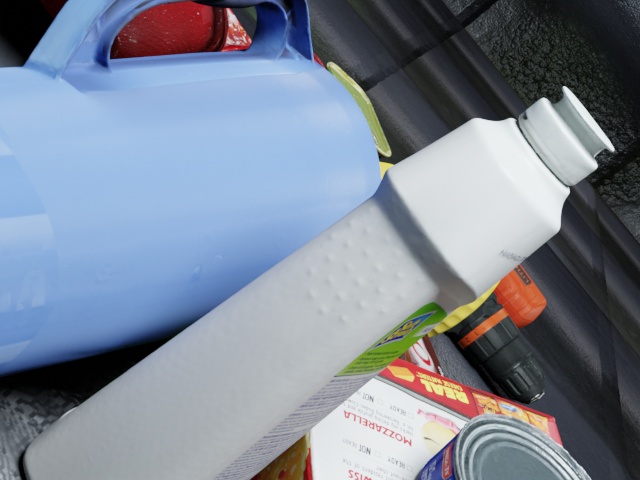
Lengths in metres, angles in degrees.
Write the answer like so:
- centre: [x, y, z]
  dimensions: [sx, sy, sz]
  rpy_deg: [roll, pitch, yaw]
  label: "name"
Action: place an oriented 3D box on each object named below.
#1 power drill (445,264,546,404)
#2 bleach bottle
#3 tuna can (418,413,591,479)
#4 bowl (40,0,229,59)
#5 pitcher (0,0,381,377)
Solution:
- centre: [0.163, 0.061, 1.019]
  dimensions: [0.184, 0.057, 0.187]
  rpy_deg: [54, 19, 9]
  label: "power drill"
- centre: [0.002, 0.032, 0.412]
  dimensions: [0.068, 0.251, 0.102]
  rpy_deg: [55, 20, 11]
  label: "bleach bottle"
- centre: [0.083, 0.119, 0.457]
  dimensions: [0.086, 0.034, 0.086]
  rpy_deg: [26, 34, -20]
  label: "tuna can"
- centre: [-0.127, -0.158, 0.615]
  dimensions: [0.162, 0.055, 0.162]
  rpy_deg: [39, -23, 19]
  label: "bowl"
- centre: [-0.087, -0.025, 0.441]
  dimensions: [0.242, 0.145, 0.149]
  rpy_deg: [-14, 78, -56]
  label: "pitcher"
